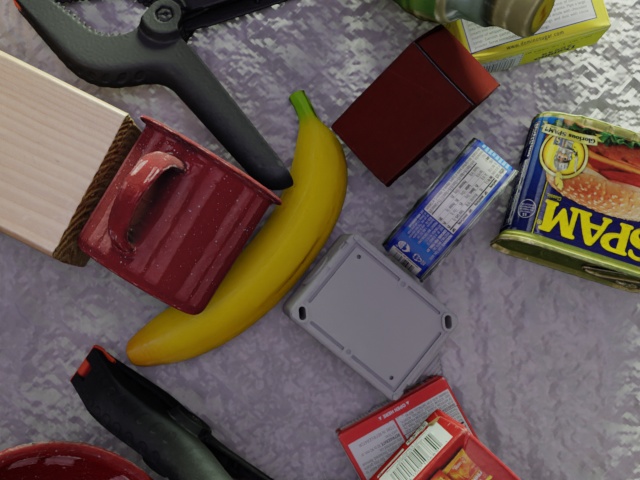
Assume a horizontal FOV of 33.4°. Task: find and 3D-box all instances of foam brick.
[{"bbox_3d":[0.055,-0.079,0.627,0.051,0.052,0.078,47,124,0],"label":"foam brick"}]

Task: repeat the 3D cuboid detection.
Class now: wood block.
[{"bbox_3d":[-0.216,-0.071,0.621,0.206,0.090,0.091,26,85,2],"label":"wood block"}]

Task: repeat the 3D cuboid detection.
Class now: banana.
[{"bbox_3d":[-0.038,0.005,0.646,0.070,0.037,0.198,29,82,30],"label":"banana"}]

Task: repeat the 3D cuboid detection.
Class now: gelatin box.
[{"bbox_3d":[0.061,0.136,0.637,0.073,0.030,0.089,-29,88,-4],"label":"gelatin box"}]

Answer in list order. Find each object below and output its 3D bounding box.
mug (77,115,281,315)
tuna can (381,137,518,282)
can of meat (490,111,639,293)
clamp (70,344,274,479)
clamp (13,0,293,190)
[{"bbox_3d":[-0.084,-0.013,0.587,0.093,0.117,0.081,31,87,12],"label":"mug"},{"bbox_3d":[0.075,-0.018,0.623,0.034,0.086,0.086,41,86,4],"label":"tuna can"},{"bbox_3d":[0.164,-0.023,0.640,0.102,0.057,0.084,17,82,0],"label":"can of meat"},{"bbox_3d":[-0.079,0.116,0.592,0.171,0.120,0.039,32,82,15],"label":"clamp"},{"bbox_3d":[-0.090,-0.118,0.644,0.210,0.036,0.164,9,70,2],"label":"clamp"}]
